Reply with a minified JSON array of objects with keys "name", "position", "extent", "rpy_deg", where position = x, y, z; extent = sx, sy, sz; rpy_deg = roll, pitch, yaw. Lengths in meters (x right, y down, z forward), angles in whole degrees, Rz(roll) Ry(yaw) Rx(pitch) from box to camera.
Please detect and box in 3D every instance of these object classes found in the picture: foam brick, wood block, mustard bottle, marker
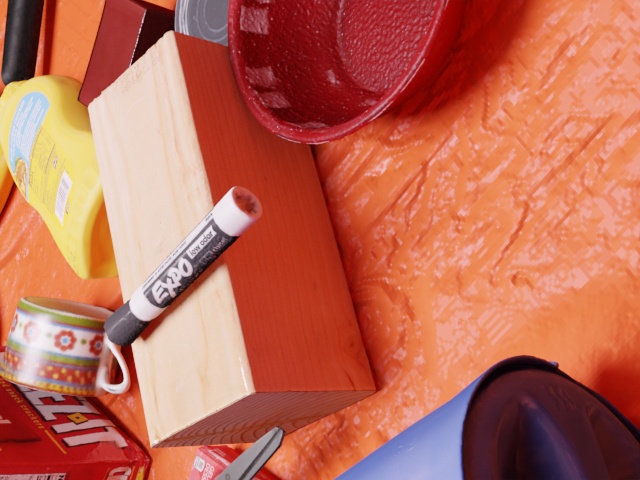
[{"name":"foam brick","position":[-0.116,-0.117,0.701],"extent":[0.051,0.052,0.078],"rpy_deg":[30,107,44]},{"name":"wood block","position":[-0.054,0.001,0.593],"extent":[0.090,0.090,0.206],"rpy_deg":[-32,63,38]},{"name":"mustard bottle","position":[-0.182,-0.062,0.755],"extent":[0.192,0.058,0.096],"rpy_deg":[45,127,39]},{"name":"marker","position":[-0.071,0.016,0.529],"extent":[0.121,0.020,0.020],"rpy_deg":[-43,56,33]}]

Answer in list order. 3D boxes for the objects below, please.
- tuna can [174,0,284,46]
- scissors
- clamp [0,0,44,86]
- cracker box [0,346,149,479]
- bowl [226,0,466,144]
[{"name":"tuna can","position":[-0.051,-0.140,0.650],"extent":[0.086,0.033,0.086],"rpy_deg":[-8,79,45]},{"name":"scissors","position":[-0.071,0.179,0.594],"extent":[0.202,0.016,0.096],"rpy_deg":[-33,66,41]},{"name":"clamp","position":[-0.239,-0.242,0.854],"extent":[0.165,0.036,0.210],"rpy_deg":[37,109,41]},{"name":"cracker box","position":[-0.242,0.125,0.680],"extent":[0.164,0.213,0.072],"rpy_deg":[33,106,43]},{"name":"bowl","position":[0.023,-0.126,0.558],"extent":[0.162,0.055,0.162],"rpy_deg":[-8,79,45]}]
